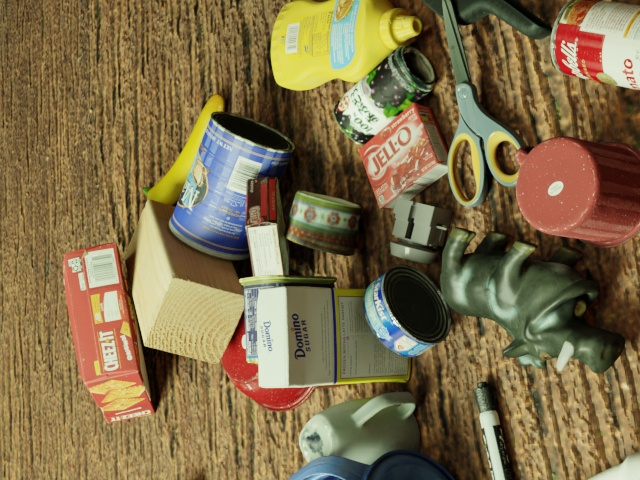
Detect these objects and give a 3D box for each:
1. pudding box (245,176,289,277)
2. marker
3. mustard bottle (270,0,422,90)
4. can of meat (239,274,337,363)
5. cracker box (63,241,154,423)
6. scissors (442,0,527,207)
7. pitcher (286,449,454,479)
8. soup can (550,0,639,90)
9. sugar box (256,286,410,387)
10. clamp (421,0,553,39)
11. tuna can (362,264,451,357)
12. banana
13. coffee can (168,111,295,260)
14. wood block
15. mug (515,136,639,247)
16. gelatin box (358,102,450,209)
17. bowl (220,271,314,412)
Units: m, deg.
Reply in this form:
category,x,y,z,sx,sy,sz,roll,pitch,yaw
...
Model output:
category,x,y,z,sx,sy,sz,roll,pitch,yaw
pudding box,-0.058,0.001,1.153,0.090,0.039,0.113,-92,-5,-54
marker,0.160,0.189,0.977,0.020,0.020,0.121,-25,68,42
mustard bottle,0.030,-0.215,1.128,0.192,0.058,0.096,1,83,47
can of meat,-0.029,0.078,1.054,0.058,0.101,0.084,-9,81,43
cracker box,-0.258,0.119,1.308,0.214,0.072,0.164,101,156,-68
scissors,0.154,-0.132,1.002,0.096,0.016,0.202,4,97,41
pitcher,0.020,0.303,1.030,0.243,0.144,0.149,-42,60,39
soup can,0.252,-0.161,0.881,0.102,0.068,0.068,24,103,45
sugar box,0.015,0.092,1.026,0.048,0.175,0.093,-8,80,46
clamp,0.158,-0.236,1.009,0.172,0.039,0.120,-8,75,52
tuna can,0.082,0.068,1.024,0.034,0.085,0.086,-40,59,38
banana,-0.173,-0.098,1.345,0.198,0.037,0.070,-45,57,34
coffee can,-0.102,-0.063,1.218,0.103,0.102,0.140,40,114,41
wood block,-0.159,0.043,1.228,0.090,0.090,0.206,-65,25,18
mug,0.212,-0.049,0.901,0.117,0.081,0.093,46,118,39
gelatin box,0.084,-0.083,1.077,0.089,0.030,0.073,-38,60,37
bowl,-0.066,0.113,1.199,0.162,0.055,0.162,-5,83,46
